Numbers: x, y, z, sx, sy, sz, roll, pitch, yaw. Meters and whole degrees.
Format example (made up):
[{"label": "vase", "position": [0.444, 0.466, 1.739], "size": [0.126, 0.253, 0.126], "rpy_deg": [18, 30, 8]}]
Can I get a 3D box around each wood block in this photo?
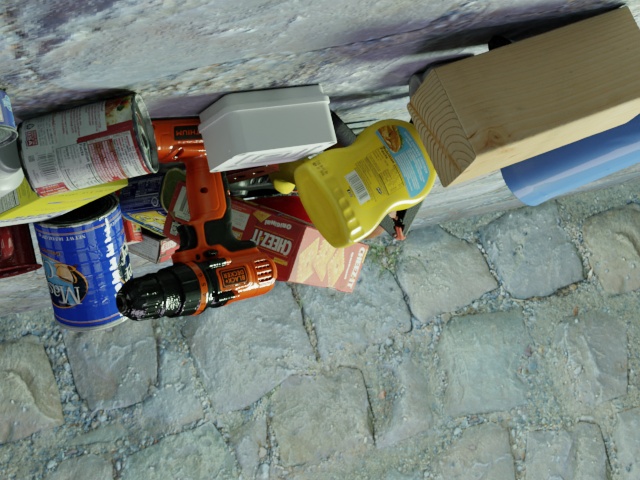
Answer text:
[{"label": "wood block", "position": [0.198, -0.132, 0.984], "size": [0.205, 0.091, 0.090], "rpy_deg": [-20, 170, -16]}]

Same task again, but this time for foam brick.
[{"label": "foam brick", "position": [-0.092, -0.091, 1.141], "size": [0.078, 0.051, 0.053], "rpy_deg": [-14, 175, 13]}]

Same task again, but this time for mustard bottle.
[{"label": "mustard bottle", "position": [0.066, -0.074, 1.115], "size": [0.191, 0.096, 0.058], "rpy_deg": [-32, -176, -33]}]

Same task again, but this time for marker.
[{"label": "marker", "position": [0.190, -0.182, 1.027], "size": [0.020, 0.020, 0.120], "rpy_deg": [-16, 175, 30]}]

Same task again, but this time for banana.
[{"label": "banana", "position": [-0.034, -0.078, 1.287], "size": [0.037, 0.069, 0.198], "rpy_deg": [-32, -165, -11]}]

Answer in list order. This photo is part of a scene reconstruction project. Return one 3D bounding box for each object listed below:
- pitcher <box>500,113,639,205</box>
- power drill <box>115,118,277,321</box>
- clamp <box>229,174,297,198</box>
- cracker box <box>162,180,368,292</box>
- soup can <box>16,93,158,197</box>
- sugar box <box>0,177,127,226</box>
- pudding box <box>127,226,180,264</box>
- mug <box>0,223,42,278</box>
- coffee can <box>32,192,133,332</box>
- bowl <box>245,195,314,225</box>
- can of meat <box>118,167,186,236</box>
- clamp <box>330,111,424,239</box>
[{"label": "pitcher", "position": [0.359, -0.141, 1.374], "size": [0.243, 0.145, 0.149], "rpy_deg": [-20, -156, 38]}, {"label": "power drill", "position": [-0.134, -0.021, 1.029], "size": [0.057, 0.187, 0.184], "rpy_deg": [-15, 177, 43]}, {"label": "clamp", "position": [-0.123, -0.072, 1.400], "size": [0.209, 0.036, 0.165], "rpy_deg": [-3, 172, -44]}, {"label": "cracker box", "position": [-0.058, 0.002, 1.224], "size": [0.164, 0.072, 0.213], "rpy_deg": [19, 180, 21]}, {"label": "soup can", "position": [-0.194, -0.079, 0.893], "size": [0.102, 0.068, 0.068], "rpy_deg": [-13, 176, 3]}, {"label": "sugar box", "position": [-0.286, -0.052, 1.115], "size": [0.093, 0.048, 0.177], "rpy_deg": [-10, 174, -40]}, {"label": "pudding box", "position": [-0.225, -0.013, 1.382], "size": [0.114, 0.039, 0.089], "rpy_deg": [20, -159, 24]}, {"label": "mug", "position": [-0.380, -0.001, 1.252], "size": [0.093, 0.081, 0.117], "rpy_deg": [-11, 175, -23]}, {"label": "coffee can", "position": [-0.278, 0.023, 1.265], "size": [0.103, 0.140, 0.103], "rpy_deg": [-5, -154, 2]}, {"label": "bowl", "position": [-0.071, -0.029, 1.471], "size": [0.162, 0.055, 0.162], "rpy_deg": [-6, 178, 0]}, {"label": "can of meat", "position": [-0.180, -0.043, 1.285], "size": [0.084, 0.057, 0.102], "rpy_deg": [-6, 157, 39]}, {"label": "clamp", "position": [0.067, -0.081, 1.196], "size": [0.120, 0.171, 0.039], "rpy_deg": [-2, -157, -5]}]
